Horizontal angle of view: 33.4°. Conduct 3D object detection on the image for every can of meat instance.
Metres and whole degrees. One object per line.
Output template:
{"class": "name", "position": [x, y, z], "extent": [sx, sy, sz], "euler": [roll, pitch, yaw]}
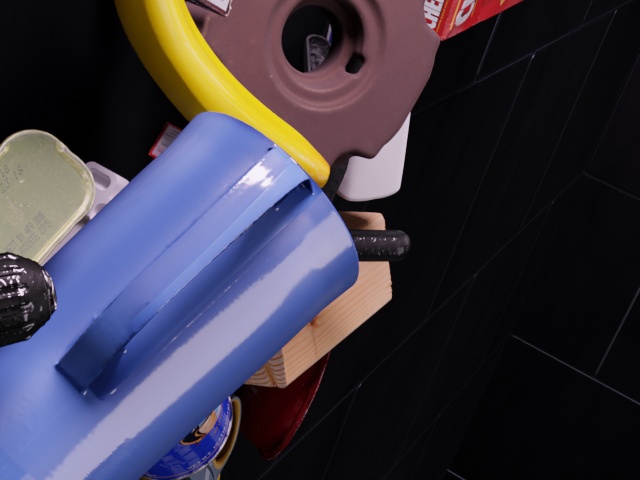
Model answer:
{"class": "can of meat", "position": [-0.165, -0.004, 0.528], "extent": [0.102, 0.057, 0.084], "euler": [-53, -163, -24]}

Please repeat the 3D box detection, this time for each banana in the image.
{"class": "banana", "position": [-0.066, -0.103, 0.614], "extent": [0.197, 0.070, 0.037], "euler": [60, 37, -26]}

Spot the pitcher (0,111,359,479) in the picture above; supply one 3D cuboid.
{"class": "pitcher", "position": [-0.100, 0.049, 0.566], "extent": [0.242, 0.145, 0.149], "euler": [-45, 135, -23]}

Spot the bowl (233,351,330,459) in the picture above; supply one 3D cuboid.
{"class": "bowl", "position": [-0.047, 0.129, 1.044], "extent": [0.162, 0.055, 0.162], "euler": [-59, -165, 26]}
